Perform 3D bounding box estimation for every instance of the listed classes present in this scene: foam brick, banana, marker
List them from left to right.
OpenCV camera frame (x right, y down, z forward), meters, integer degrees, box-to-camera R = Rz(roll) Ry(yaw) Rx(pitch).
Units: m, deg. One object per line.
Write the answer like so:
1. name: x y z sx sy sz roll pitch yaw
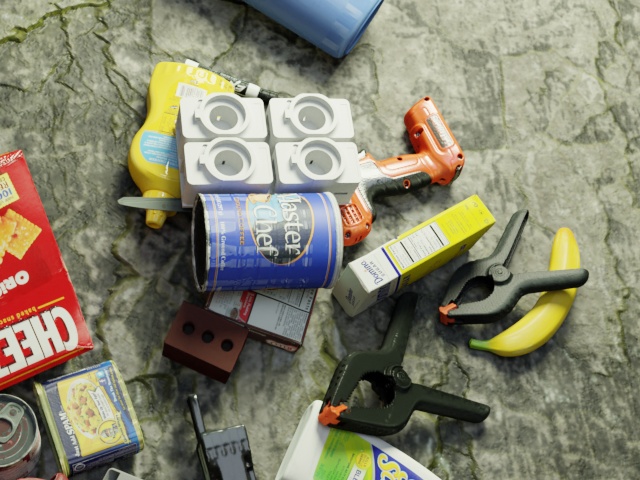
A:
1. foam brick: -0.121 0.108 1.122 0.078 0.051 0.053 24 66 -2
2. marker: -0.104 -0.184 1.261 0.121 0.020 0.020 20 66 -4
3. banana: 0.254 0.068 1.225 0.069 0.037 0.197 41 66 5

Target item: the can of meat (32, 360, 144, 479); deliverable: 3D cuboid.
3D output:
1. can of meat: -0.232 0.178 1.068 0.083 0.057 0.102 -17 74 -20

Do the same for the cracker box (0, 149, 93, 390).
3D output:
1. cracker box: -0.335 0.038 1.034 0.163 0.072 0.214 -24 99 -33

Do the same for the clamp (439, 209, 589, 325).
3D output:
1. clamp: 0.214 0.048 1.208 0.171 0.039 0.120 -41 53 -13

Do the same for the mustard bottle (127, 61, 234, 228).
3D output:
1. mustard bottle: -0.163 -0.102 1.194 0.096 0.058 0.191 17 66 -11

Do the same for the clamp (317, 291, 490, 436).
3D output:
1. clamp: 0.074 0.140 1.128 0.209 0.036 0.164 -11 66 -41

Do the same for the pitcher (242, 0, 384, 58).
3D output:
1. pitcher: -0.041 -0.333 1.283 0.243 0.145 0.149 35 78 -1

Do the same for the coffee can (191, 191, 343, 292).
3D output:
1. coffee can: -0.057 0.001 1.108 0.140 0.103 0.103 -1 69 -15

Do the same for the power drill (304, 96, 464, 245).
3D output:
1. power drill: 0.058 -0.102 1.243 0.187 0.057 0.184 -23 75 -17

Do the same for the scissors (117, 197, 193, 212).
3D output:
1. scissors: -0.118 -0.054 1.165 0.201 0.016 0.096 19 74 -28

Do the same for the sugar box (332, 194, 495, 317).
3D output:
1. sugar box: 0.103 0.018 1.183 0.176 0.093 0.048 -31 78 -20

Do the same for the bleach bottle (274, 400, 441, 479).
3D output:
1. bleach bottle: 0.084 0.265 1.098 0.251 0.068 0.102 27 65 -3

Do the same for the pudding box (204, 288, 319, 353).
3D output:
1. pudding box: -0.062 0.061 1.161 0.113 0.039 0.090 20 64 -5

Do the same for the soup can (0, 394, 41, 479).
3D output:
1. soup can: -0.304 0.192 1.022 0.068 0.102 0.068 4 68 -10
